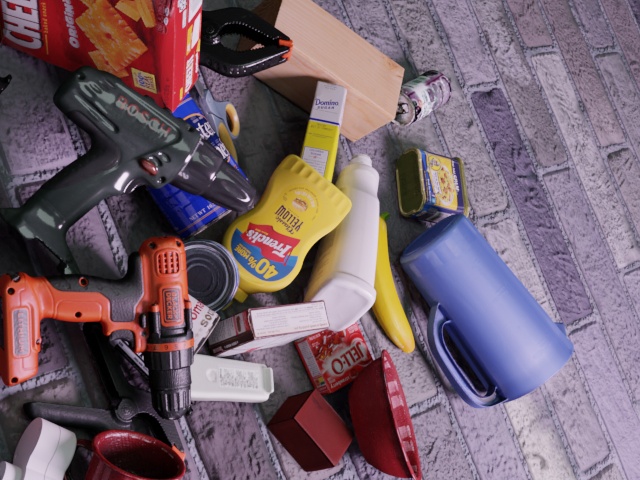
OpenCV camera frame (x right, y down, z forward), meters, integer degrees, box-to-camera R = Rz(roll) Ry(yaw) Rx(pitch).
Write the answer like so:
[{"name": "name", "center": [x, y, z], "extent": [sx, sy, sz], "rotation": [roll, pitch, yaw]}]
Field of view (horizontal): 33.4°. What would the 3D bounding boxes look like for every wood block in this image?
[{"name": "wood block", "center": [0.000, -0.230, 1.403], "extent": [0.205, 0.090, 0.090], "rotation": [31, 54, -28]}]

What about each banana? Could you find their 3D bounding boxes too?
[{"name": "banana", "center": [0.084, 0.048, 1.389], "extent": [0.069, 0.037, 0.198], "rotation": [7, 67, -38]}]

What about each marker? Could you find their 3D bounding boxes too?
[{"name": "marker", "center": [-0.178, 0.138, 1.117], "extent": [0.121, 0.020, 0.020], "rotation": [45, 47, 3]}]

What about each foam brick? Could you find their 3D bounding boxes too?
[{"name": "foam brick", "center": [-0.010, 0.218, 1.223], "extent": [0.078, 0.051, 0.052], "rotation": [51, 46, -11]}]

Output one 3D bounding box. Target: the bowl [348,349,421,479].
[{"name": "bowl", "center": [0.072, 0.213, 1.263], "extent": [0.162, 0.055, 0.162], "rotation": [-16, 90, -81]}]

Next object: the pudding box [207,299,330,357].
[{"name": "pudding box", "center": [-0.060, 0.098, 1.206], "extent": [0.113, 0.090, 0.039], "rotation": [-7, 77, -42]}]

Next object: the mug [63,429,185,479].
[{"name": "mug", "center": [-0.197, 0.235, 1.024], "extent": [0.117, 0.081, 0.093], "rotation": [24, 12, 10]}]

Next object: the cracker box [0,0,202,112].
[{"name": "cracker box", "center": [-0.231, -0.242, 1.099], "extent": [0.214, 0.164, 0.072], "rotation": [22, 53, 7]}]

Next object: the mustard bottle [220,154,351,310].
[{"name": "mustard bottle", "center": [-0.058, 0.001, 1.223], "extent": [0.096, 0.058, 0.191], "rotation": [40, 88, -3]}]

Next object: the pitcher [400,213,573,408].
[{"name": "pitcher", "center": [0.210, 0.094, 1.422], "extent": [0.243, 0.145, 0.149], "rotation": [52, 20, -5]}]

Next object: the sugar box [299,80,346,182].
[{"name": "sugar box", "center": [-0.003, -0.103, 1.339], "extent": [0.048, 0.093, 0.176], "rotation": [13, 60, 2]}]

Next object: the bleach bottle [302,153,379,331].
[{"name": "bleach bottle", "center": [0.038, -0.015, 1.322], "extent": [0.068, 0.103, 0.250], "rotation": [25, 49, -15]}]

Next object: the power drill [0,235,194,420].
[{"name": "power drill", "center": [-0.214, 0.092, 1.034], "extent": [0.187, 0.057, 0.184], "rotation": [-5, 93, -25]}]

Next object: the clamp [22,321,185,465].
[{"name": "clamp", "center": [-0.205, 0.165, 1.088], "extent": [0.171, 0.039, 0.120], "rotation": [37, 61, -22]}]

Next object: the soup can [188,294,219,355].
[{"name": "soup can", "center": [-0.166, 0.078, 1.122], "extent": [0.102, 0.069, 0.068], "rotation": [35, 50, -4]}]

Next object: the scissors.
[{"name": "scissors", "center": [-0.129, -0.171, 1.251], "extent": [0.096, 0.016, 0.202], "rotation": [-77, 157, -50]}]

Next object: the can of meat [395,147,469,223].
[{"name": "can of meat", "center": [0.155, -0.074, 1.490], "extent": [0.083, 0.058, 0.102], "rotation": [11, 64, -35]}]

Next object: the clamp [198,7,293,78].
[{"name": "clamp", "center": [-0.140, -0.233, 1.271], "extent": [0.210, 0.036, 0.164], "rotation": [13, 64, -4]}]

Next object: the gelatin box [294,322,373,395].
[{"name": "gelatin box", "center": [0.020, 0.139, 1.298], "extent": [0.089, 0.030, 0.073], "rotation": [-21, 86, -44]}]

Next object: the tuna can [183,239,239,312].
[{"name": "tuna can", "center": [-0.133, 0.041, 1.173], "extent": [0.086, 0.034, 0.086], "rotation": [0, 90, 0]}]

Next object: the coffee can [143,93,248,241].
[{"name": "coffee can", "center": [-0.153, -0.085, 1.197], "extent": [0.140, 0.103, 0.102], "rotation": [56, 46, -7]}]
